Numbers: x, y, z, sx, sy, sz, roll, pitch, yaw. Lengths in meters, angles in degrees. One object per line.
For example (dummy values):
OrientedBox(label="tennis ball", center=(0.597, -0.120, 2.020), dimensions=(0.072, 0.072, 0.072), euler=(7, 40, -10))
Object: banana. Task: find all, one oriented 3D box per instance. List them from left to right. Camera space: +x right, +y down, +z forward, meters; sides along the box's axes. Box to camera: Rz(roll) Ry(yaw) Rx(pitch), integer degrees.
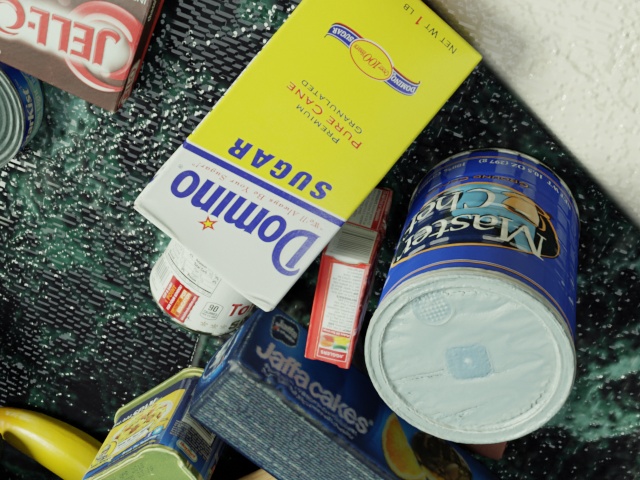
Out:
OrientedBox(label="banana", center=(-0.164, 0.190, 0.802), dimensions=(0.070, 0.037, 0.197), euler=(-31, 108, 28))

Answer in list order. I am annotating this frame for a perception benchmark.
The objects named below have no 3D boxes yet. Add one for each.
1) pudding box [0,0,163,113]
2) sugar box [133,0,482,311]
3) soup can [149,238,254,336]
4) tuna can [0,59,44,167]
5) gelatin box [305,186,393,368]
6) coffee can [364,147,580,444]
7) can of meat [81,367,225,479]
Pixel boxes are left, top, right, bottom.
OrientedBox(label="pudding box", center=(-0.149, -0.137, 0.604), dimensions=(0.113, 0.039, 0.090), euler=(26, 123, -1))
OrientedBox(label="sugar box", center=(-0.008, -0.058, 0.563), dimensions=(0.093, 0.048, 0.176), euler=(39, 89, -9))
OrientedBox(label="soup can", center=(-0.054, 0.001, 0.643), dimensions=(0.068, 0.068, 0.102), euler=(31, 123, -5))
OrientedBox(label="tuna can", center=(-0.214, -0.087, 0.655), dimensions=(0.086, 0.033, 0.086), euler=(7, 121, 11))
OrientedBox(label="gelatin box", center=(0.018, 0.018, 0.621), dimensions=(0.030, 0.089, 0.073), euler=(14, 122, 5))
OrientedBox(label="coffee can", center=(0.087, 0.025, 0.576), dimensions=(0.103, 0.140, 0.103), euler=(7, 121, 11))
OrientedBox(label="can of meat", center=(-0.111, 0.147, 0.735), dimensions=(0.102, 0.083, 0.057), euler=(-32, 107, 28))
